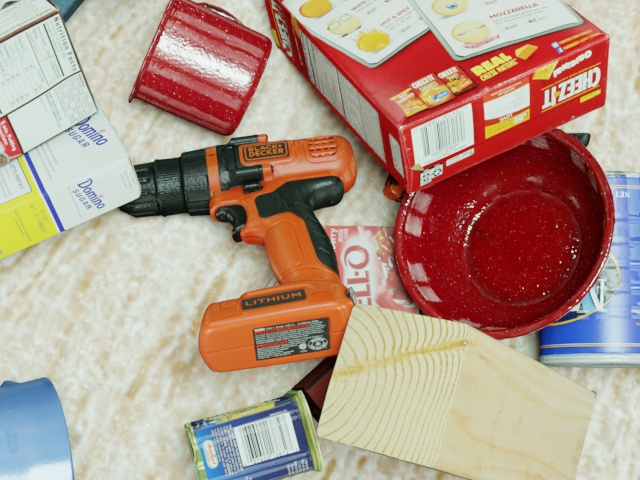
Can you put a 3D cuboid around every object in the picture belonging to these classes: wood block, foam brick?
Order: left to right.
[{"bbox_3d":[0.017,0.112,0.782,0.051,0.078,0.053,-41,88,-12],"label":"foam brick"},{"bbox_3d":[0.100,0.117,0.729,0.205,0.091,0.090,28,74,-50],"label":"wood block"}]

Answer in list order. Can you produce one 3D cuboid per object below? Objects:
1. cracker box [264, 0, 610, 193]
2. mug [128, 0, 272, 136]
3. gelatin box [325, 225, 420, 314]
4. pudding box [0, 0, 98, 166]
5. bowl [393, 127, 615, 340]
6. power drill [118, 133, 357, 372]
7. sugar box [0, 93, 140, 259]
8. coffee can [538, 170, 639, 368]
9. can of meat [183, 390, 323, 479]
[{"bbox_3d":[0.078,-0.144,0.777,0.164,0.072,0.214,-25,47,-13],"label":"cracker box"},{"bbox_3d":[-0.086,-0.137,0.802,0.081,0.093,0.117,23,42,-11],"label":"mug"},{"bbox_3d":[0.039,0.034,0.811,0.073,0.030,0.089,1,78,6],"label":"gelatin box"},{"bbox_3d":[-0.217,-0.102,0.724,0.113,0.090,0.039,-35,49,-21],"label":"pudding box"},{"bbox_3d":[0.137,-0.003,0.770,0.162,0.055,0.162,-10,69,26],"label":"bowl"},{"bbox_3d":[-0.055,0.001,0.753,0.184,0.057,0.187,-9,48,-2],"label":"power drill"},{"bbox_3d":[-0.223,-0.034,0.755,0.176,0.048,0.093,-23,46,-13],"label":"sugar box"},{"bbox_3d":[0.217,0.026,0.815,0.102,0.103,0.140,2,81,-10],"label":"coffee can"},{"bbox_3d":[-0.049,0.145,0.754,0.084,0.102,0.057,-14,85,-10],"label":"can of meat"}]
